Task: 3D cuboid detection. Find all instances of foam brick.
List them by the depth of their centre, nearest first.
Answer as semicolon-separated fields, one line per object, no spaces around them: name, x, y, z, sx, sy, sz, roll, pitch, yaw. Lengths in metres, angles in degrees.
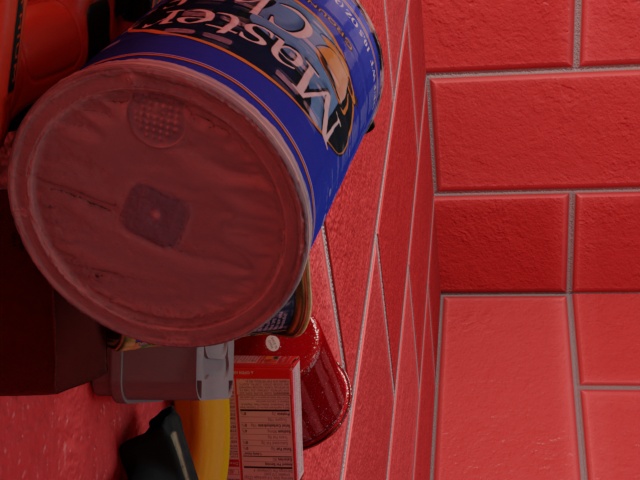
foam brick;-0.116;0.018;0.413;0.051;0.053;0.078;-8;97;-80

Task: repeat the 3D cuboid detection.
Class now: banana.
banana;-0.079;0.098;0.664;0.069;0.037;0.198;-3;92;-80

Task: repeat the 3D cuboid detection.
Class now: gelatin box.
gelatin box;-0.050;0.123;0.722;0.030;0.073;0.089;-48;136;-75

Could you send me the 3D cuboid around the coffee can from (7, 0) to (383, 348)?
coffee can;-0.038;-0.041;0.401;0.140;0.103;0.103;-65;153;-58

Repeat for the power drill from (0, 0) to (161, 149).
power drill;-0.101;-0.107;0.408;0.187;0.057;0.184;-48;151;-72

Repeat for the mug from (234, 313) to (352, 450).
mug;-0.037;0.108;0.800;0.117;0.093;0.081;-45;143;-21
